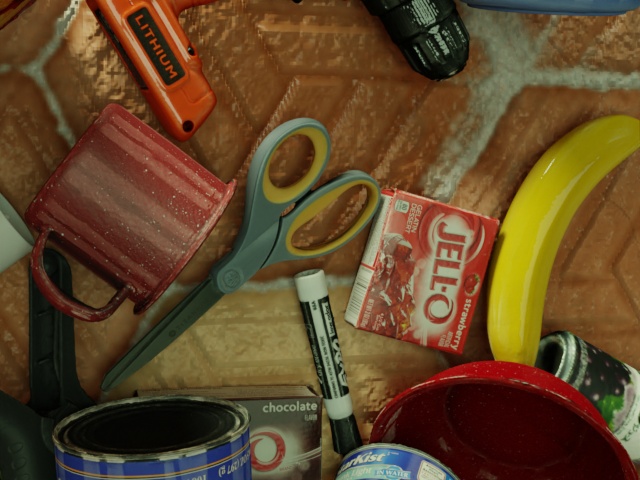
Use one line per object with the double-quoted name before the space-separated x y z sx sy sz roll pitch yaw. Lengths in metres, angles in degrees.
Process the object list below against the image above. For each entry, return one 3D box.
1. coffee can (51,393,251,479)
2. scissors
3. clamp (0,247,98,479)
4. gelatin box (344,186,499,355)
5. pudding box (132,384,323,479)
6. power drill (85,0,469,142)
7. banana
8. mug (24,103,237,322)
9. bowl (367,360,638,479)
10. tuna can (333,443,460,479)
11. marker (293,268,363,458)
"coffee can" -0.084 0.163 0.562 0.102 0.103 0.140 -5 98 -15
"scissors" -0.054 0.001 0.616 0.201 0.016 0.096 -29 120 -17
"clamp" -0.150 0.092 0.594 0.120 0.039 0.171 -53 132 -43
"gelatin box" 0.063 0.019 0.660 0.073 0.030 0.089 15 93 -17
"pudding box" -0.056 0.134 0.638 0.113 0.039 0.090 -1 98 -15
"power drill" -0.023 -0.136 0.603 0.187 0.057 0.184 -35 103 -11
"banana" 0.149 -0.006 0.669 0.069 0.037 0.198 33 89 8
"mug" -0.110 -0.011 0.574 0.081 0.093 0.117 37 62 -12
"bowl" 0.113 0.127 0.651 0.162 0.055 0.162 11 129 14
"tuna can" 0.046 0.166 0.648 0.086 0.033 0.086 11 128 14
"marker" 0.006 0.077 0.658 0.020 0.020 0.121 -16 101 -13
